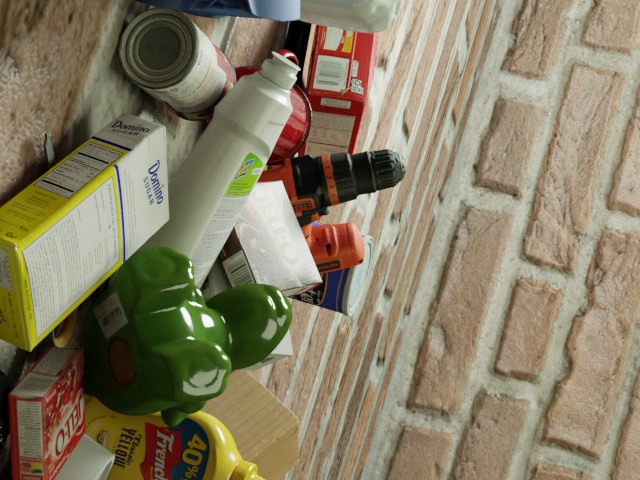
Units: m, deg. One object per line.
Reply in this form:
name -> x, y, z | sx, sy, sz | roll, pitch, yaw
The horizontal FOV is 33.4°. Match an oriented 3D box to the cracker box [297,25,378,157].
cracker box -> 0.018, -0.169, 1.249 | 0.214, 0.072, 0.164 | 101, -3, -60

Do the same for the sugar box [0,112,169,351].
sugar box -> -0.175, -0.011, 0.772 | 0.176, 0.048, 0.093 | -52, 154, -47

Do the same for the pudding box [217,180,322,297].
pudding box -> -0.057, 0.001, 1.005 | 0.089, 0.039, 0.113 | -10, 76, -49

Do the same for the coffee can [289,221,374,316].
coffee can -> -0.015, 0.026, 1.327 | 0.102, 0.140, 0.103 | 16, 90, -77

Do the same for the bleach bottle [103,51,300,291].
bleach bottle -> -0.091, -0.047, 0.921 | 0.251, 0.068, 0.102 | -57, 170, 14

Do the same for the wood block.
wood block -> -0.125, 0.231, 1.047 | 0.205, 0.090, 0.091 | -35, 147, -29

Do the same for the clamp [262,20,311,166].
clamp -> -0.042, -0.162, 1.215 | 0.164, 0.036, 0.210 | -68, 169, -53

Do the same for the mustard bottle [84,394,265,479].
mustard bottle -> -0.131, 0.190, 0.924 | 0.058, 0.192, 0.096 | 51, 56, -74

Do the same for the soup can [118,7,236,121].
soup can -> -0.116, -0.143, 0.873 | 0.102, 0.068, 0.068 | 33, 73, -76

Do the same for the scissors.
scissors -> -0.202, 0.014, 0.813 | 0.202, 0.016, 0.096 | 83, 26, -59

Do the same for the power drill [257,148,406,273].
power drill -> 0.004, -0.030, 1.143 | 0.187, 0.184, 0.057 | 76, 5, -62

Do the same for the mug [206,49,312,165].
mug -> -0.058, -0.136, 1.062 | 0.117, 0.093, 0.081 | -59, 163, 6

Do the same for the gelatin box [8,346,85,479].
gelatin box -> -0.199, 0.128, 0.787 | 0.089, 0.030, 0.073 | -69, 163, -71
